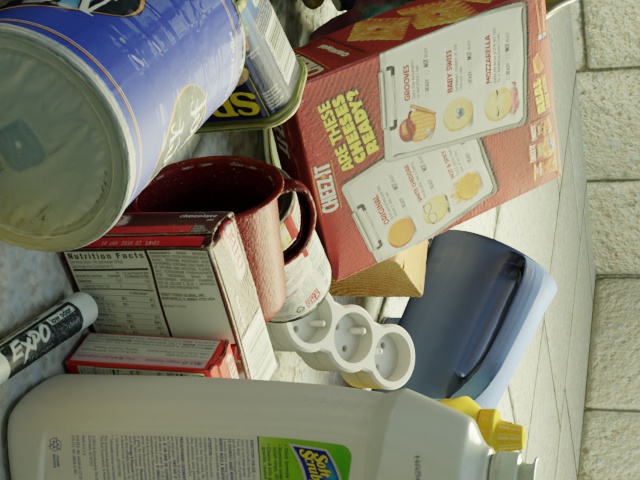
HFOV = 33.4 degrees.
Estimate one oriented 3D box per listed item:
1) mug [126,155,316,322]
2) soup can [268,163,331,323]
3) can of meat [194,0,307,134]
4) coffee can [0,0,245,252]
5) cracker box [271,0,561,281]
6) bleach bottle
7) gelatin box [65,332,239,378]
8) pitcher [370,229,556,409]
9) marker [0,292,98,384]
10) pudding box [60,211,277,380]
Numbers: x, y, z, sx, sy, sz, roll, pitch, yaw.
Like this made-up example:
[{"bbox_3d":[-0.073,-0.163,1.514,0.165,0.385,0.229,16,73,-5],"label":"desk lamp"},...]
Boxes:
[{"bbox_3d":[-0.054,0.001,0.644,0.117,0.093,0.081,-22,123,-28],"label":"mug"},{"bbox_3d":[-0.036,0.004,0.744,0.102,0.069,0.068,65,31,-50],"label":"soup can"},{"bbox_3d":[-0.069,-0.109,0.606,0.084,0.102,0.057,62,34,-49],"label":"can of meat"},{"bbox_3d":[-0.106,-0.073,0.497,0.140,0.103,0.103,-60,144,-55],"label":"coffee can"},{"bbox_3d":[0.073,-0.090,0.808,0.072,0.213,0.164,41,-29,54],"label":"cracker box"},{"bbox_3d":[-0.023,0.117,0.506,0.068,0.251,0.102,-42,129,-64],"label":"bleach bottle"},{"bbox_3d":[-0.084,0.087,0.576,0.030,0.089,0.073,-62,145,-52],"label":"gelatin box"},{"bbox_3d":[0.127,0.118,1.024,0.242,0.145,0.149,-63,148,-17],"label":"pitcher"},{"bbox_3d":[-0.145,0.053,0.511,0.121,0.020,0.020,-42,129,-65],"label":"marker"},{"bbox_3d":[-0.081,0.038,0.585,0.039,0.090,0.113,-63,147,-51],"label":"pudding box"}]
